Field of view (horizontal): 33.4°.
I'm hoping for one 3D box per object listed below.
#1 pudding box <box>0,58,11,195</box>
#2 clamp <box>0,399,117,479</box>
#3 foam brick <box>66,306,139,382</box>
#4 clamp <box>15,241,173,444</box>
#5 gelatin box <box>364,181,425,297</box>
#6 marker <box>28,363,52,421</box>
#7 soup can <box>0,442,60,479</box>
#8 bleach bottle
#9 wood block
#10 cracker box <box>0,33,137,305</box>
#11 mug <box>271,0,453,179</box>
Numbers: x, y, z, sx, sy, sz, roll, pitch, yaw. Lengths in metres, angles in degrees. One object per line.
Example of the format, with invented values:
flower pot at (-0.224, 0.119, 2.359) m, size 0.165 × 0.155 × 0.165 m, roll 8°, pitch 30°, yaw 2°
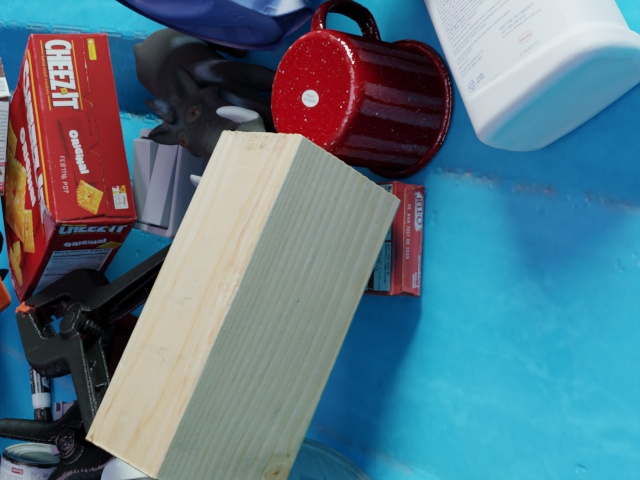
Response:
pudding box at (-0.291, -0.101, 0.920) m, size 0.113 × 0.039 × 0.090 m, roll -124°, pitch 40°, yaw -59°
clamp at (-0.214, 0.170, 0.909) m, size 0.171 × 0.039 × 0.120 m, roll -37°, pitch 64°, yaw 8°
foam brick at (-0.179, 0.090, 0.909) m, size 0.078 × 0.052 × 0.051 m, roll 21°, pitch 103°, yaw 46°
clamp at (-0.176, 0.060, 0.842) m, size 0.210 × 0.036 × 0.164 m, roll 14°, pitch 72°, yaw 52°
gelatin box at (0.028, 0.000, 0.708) m, size 0.089 × 0.030 × 0.073 m, roll -1°, pitch 86°, yaw 47°
marker at (-0.271, 0.130, 1.030) m, size 0.020 × 0.020 × 0.121 m, roll -20°, pitch 73°, yaw 45°
soup can at (-0.263, 0.244, 0.980) m, size 0.069 × 0.068 × 0.102 m, roll 12°, pitch 96°, yaw 47°
bleach bottle at (0.097, -0.181, 0.621) m, size 0.103 × 0.067 × 0.251 m, roll -38°, pitch 59°, yaw 40°
wood block at (-0.045, 0.046, 0.644) m, size 0.090 × 0.090 × 0.206 m, roll 10°, pitch 74°, yaw 52°
cracker box at (-0.223, -0.052, 0.908) m, size 0.214 × 0.072 × 0.164 m, roll 137°, pitch 124°, yaw -60°
mug at (0.022, -0.100, 0.682) m, size 0.093 × 0.081 × 0.117 m, roll -17°, pitch 75°, yaw 45°
